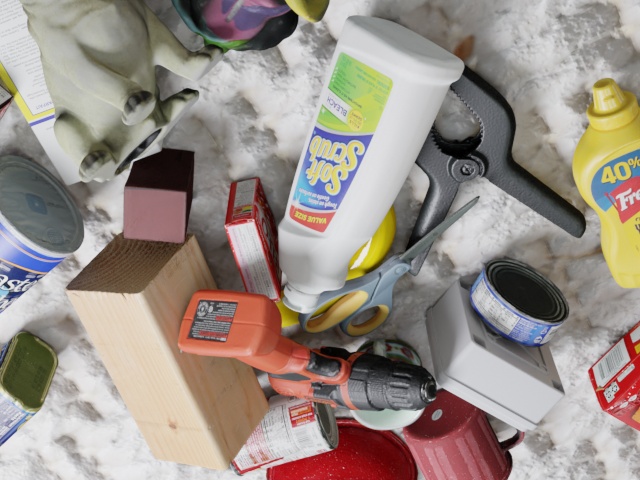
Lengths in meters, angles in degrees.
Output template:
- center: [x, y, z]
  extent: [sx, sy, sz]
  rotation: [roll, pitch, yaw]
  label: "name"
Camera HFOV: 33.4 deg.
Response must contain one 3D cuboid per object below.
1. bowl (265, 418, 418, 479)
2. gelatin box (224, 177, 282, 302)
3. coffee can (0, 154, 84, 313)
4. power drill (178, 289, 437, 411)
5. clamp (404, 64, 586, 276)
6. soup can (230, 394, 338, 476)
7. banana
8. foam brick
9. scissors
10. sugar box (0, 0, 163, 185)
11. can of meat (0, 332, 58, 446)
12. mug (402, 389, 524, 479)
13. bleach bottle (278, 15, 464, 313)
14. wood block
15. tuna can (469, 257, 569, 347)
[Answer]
- center: [0.022, 0.263, 1.109]
  extent: [0.162, 0.055, 0.162]
  rotation: [1, 123, 1]
  label: "bowl"
- center: [-0.056, 0.001, 0.935]
  extent: [0.030, 0.073, 0.089]
  rotation: [-12, 121, 8]
  label: "gelatin box"
- center: [-0.290, 0.008, 0.926]
  extent: [0.140, 0.103, 0.102]
  rotation: [-37, 115, 22]
  label: "coffee can"
- center: [-0.015, 0.102, 0.922]
  extent: [0.185, 0.057, 0.187]
  rotation: [-1, 155, 42]
  label: "power drill"
- center: [0.118, -0.062, 0.915]
  extent: [0.165, 0.036, 0.210]
  rotation: [-21, 119, 17]
  label: "clamp"
- center: [-0.041, 0.187, 1.055]
  extent: [0.102, 0.068, 0.068]
  rotation: [-18, 120, 11]
  label: "soup can"
- center: [0.011, 0.022, 0.970]
  extent: [0.069, 0.037, 0.198]
  rotation: [33, 117, -11]
  label: "banana"
- center: [-0.136, -0.040, 0.908]
  extent: [0.053, 0.078, 0.051]
  rotation: [6, 120, -3]
  label: "foam brick"
- center: [0.072, 0.032, 0.951]
  extent: [0.202, 0.016, 0.096]
  rotation: [-32, 145, 16]
  label: "scissors"
- center: [-0.206, -0.138, 0.867]
  extent: [0.093, 0.048, 0.176]
  rotation: [-18, 123, 10]
  label: "sugar box"
- center: [-0.301, 0.146, 1.014]
  extent: [0.057, 0.102, 0.084]
  rotation: [40, 112, -21]
  label: "can of meat"
- center: [0.142, 0.196, 1.047]
  extent: [0.117, 0.093, 0.081]
  rotation: [-23, 114, 10]
  label: "mug"
- center: [0.025, -0.049, 0.871]
  extent: [0.067, 0.103, 0.251]
  rotation: [-3, 122, -43]
  label: "bleach bottle"
- center: [-0.135, 0.101, 0.972]
  extent: [0.091, 0.090, 0.206]
  rotation: [2, 127, 32]
  label: "wood block"
- center: [0.178, 0.056, 0.959]
  extent: [0.086, 0.086, 0.034]
  rotation: [21, 121, -12]
  label: "tuna can"
